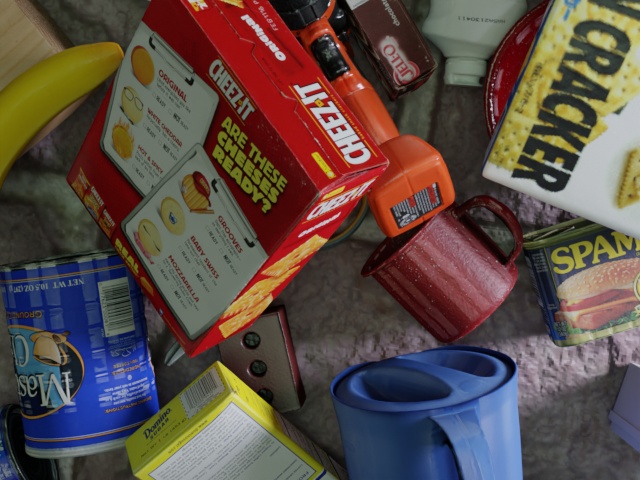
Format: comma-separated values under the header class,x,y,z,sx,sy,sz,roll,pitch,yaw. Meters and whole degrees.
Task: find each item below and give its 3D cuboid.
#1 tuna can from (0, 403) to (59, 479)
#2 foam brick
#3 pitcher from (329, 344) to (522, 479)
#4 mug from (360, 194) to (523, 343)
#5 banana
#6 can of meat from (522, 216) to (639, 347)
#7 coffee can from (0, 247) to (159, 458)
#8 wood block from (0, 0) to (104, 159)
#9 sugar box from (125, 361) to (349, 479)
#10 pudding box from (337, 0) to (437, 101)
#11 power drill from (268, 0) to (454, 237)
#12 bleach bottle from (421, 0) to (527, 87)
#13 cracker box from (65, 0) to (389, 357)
class,x,y,z,sx,sy,sz,roll,pitch,yaw
tuna can,-0.233,0.169,0.815,0.034,0.086,0.086,-24,92,2
foam brick,-0.046,0.094,0.817,0.053,0.051,0.078,-13,93,4
pitcher,0.090,0.208,0.765,0.145,0.149,0.243,-2,103,33
mug,0.098,0.014,0.782,0.081,0.093,0.117,45,120,-6
banana,-0.210,-0.062,0.737,0.069,0.037,0.198,28,100,-17
can of meat,0.208,0.025,0.798,0.102,0.057,0.084,-17,95,3
coffee can,-0.178,0.080,0.797,0.103,0.103,0.140,-8,93,3
wood block,-0.275,-0.087,0.797,0.206,0.091,0.090,-39,91,4
sugar box,-0.050,0.174,0.786,0.093,0.048,0.176,-40,126,4
pudding box,0.041,-0.160,0.777,0.039,0.090,0.113,-28,91,1
power drill,0.018,-0.105,0.712,0.057,0.184,0.188,-29,69,5
bleach bottle,0.107,-0.240,0.783,0.102,0.068,0.251,4,96,3
cracker box,-0.070,-0.045,0.698,0.164,0.071,0.214,54,139,12
